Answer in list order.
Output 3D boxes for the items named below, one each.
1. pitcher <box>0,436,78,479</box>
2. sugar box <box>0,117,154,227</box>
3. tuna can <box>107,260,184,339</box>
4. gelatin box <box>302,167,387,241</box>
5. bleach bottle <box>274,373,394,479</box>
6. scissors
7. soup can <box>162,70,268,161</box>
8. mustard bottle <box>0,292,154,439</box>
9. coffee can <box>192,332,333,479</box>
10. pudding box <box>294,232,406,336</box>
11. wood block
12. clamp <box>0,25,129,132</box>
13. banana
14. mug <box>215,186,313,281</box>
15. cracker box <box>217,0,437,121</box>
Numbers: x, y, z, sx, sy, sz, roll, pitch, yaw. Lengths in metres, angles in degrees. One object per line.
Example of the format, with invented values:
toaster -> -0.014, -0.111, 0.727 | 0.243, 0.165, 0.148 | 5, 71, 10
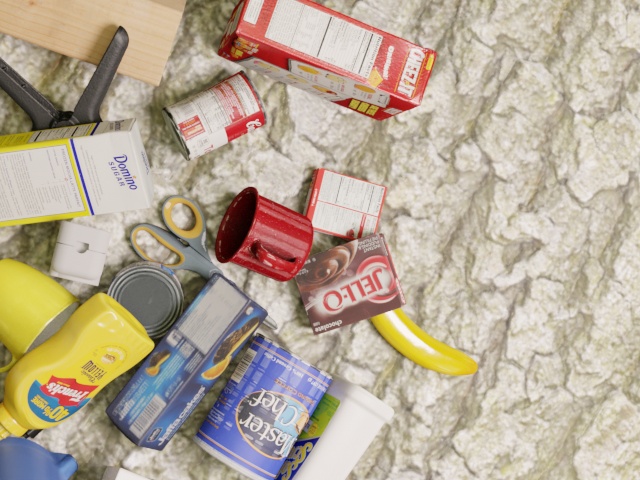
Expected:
pitcher -> -0.315, 0.294, 1.051 | 0.144, 0.243, 0.149 | 18, 89, -19
sugar box -> -0.272, -0.072, 1.133 | 0.176, 0.048, 0.093 | -7, 118, 4
tuna can -> -0.196, 0.066, 1.197 | 0.086, 0.034, 0.086 | -1, 100, -8
gelatin box -> 0.028, -0.039, 1.259 | 0.089, 0.030, 0.073 | 15, 84, -12
bleach bottle -> -0.020, 0.275, 1.206 | 0.068, 0.103, 0.251 | 36, 81, -20
scissors -> -0.121, 0.020, 1.232 | 0.201, 0.016, 0.096 | 26, 84, -11
soup can -> -0.120, -0.141, 1.209 | 0.102, 0.068, 0.068 | -27, 95, -11
mustard bottle -> -0.276, 0.145, 1.138 | 0.191, 0.058, 0.096 | -40, 141, -1
coffee can -> -0.064, 0.189, 1.198 | 0.102, 0.103, 0.140 | 32, 82, -10
pudding box -> 0.033, 0.050, 1.231 | 0.113, 0.039, 0.090 | -20, 86, 14
wood block -> -0.257, -0.252, 1.154 | 0.206, 0.091, 0.090 | 18, 116, -12
clamp -> -0.284, -0.129, 1.150 | 0.164, 0.036, 0.210 | 1, 116, 0
banana -> 0.107, 0.100, 1.271 | 0.069, 0.037, 0.198 | -40, 97, -8
mug -> -0.058, 0.001, 1.195 | 0.081, 0.117, 0.093 | 24, 104, -26
cracker box -> 0.003, -0.209, 1.188 | 0.213, 0.164, 0.072 | 20, 87, -11
